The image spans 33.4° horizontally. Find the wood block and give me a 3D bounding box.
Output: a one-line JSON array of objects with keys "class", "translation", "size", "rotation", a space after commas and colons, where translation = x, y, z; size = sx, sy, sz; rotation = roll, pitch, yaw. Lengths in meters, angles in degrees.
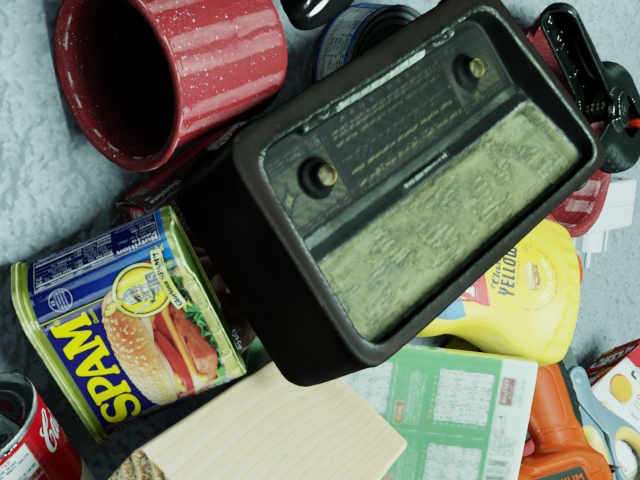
[{"class": "wood block", "translation": [-0.039, 0.134, 0.547], "size": [0.090, 0.091, 0.205], "rotation": [-50, 171, 18]}]

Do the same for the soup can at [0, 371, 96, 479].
[{"class": "soup can", "translation": [-0.149, 0.125, 0.529], "size": [0.068, 0.069, 0.102], "rotation": [-43, 129, -28]}]

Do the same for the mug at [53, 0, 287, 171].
[{"class": "mug", "translation": [-0.077, -0.100, 0.529], "size": [0.081, 0.093, 0.117], "rotation": [-28, 84, -42]}]

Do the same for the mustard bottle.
[{"class": "mustard bottle", "translation": [0.074, 0.014, 0.660], "size": [0.191, 0.058, 0.096], "rotation": [17, 71, -29]}]

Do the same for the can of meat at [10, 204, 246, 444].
[{"class": "can of meat", "translation": [-0.094, 0.042, 0.540], "size": [0.084, 0.057, 0.102], "rotation": [-24, 122, -2]}]

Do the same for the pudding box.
[{"class": "pudding box", "translation": [-0.054, 0.001, 0.607], "size": [0.089, 0.039, 0.113], "rotation": [-42, 128, -30]}]

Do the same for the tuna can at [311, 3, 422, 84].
[{"class": "tuna can", "translation": [0.035, -0.105, 0.668], "size": [0.085, 0.034, 0.086], "rotation": [-15, 112, -41]}]

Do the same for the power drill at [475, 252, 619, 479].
[{"class": "power drill", "translation": [0.121, 0.094, 0.737], "size": [0.184, 0.057, 0.187], "rotation": [-7, 80, -28]}]
